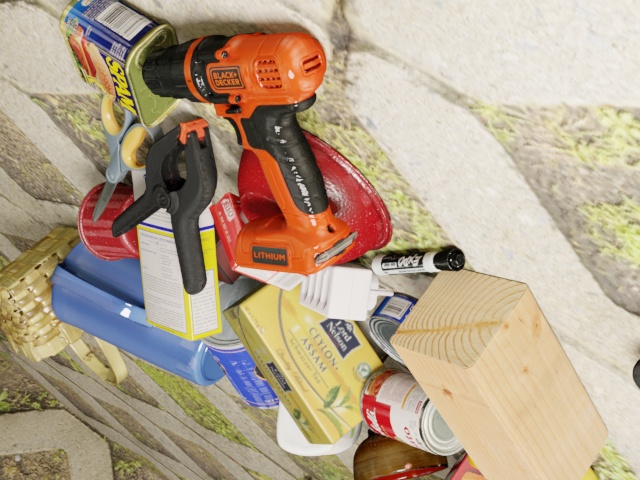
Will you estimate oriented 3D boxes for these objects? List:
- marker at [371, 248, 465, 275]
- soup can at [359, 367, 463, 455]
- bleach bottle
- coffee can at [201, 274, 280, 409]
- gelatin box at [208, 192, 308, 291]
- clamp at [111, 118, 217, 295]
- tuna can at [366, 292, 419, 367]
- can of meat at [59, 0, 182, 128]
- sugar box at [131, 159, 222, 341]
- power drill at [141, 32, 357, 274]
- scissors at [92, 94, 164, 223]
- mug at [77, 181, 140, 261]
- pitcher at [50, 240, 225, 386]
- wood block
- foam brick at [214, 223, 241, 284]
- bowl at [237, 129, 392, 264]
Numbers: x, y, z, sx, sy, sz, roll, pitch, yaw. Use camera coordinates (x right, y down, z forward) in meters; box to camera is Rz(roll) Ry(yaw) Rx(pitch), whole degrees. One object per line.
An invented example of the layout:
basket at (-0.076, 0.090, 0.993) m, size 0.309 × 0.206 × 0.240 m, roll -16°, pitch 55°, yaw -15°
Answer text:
marker at (0.084, 0.019, 0.913) m, size 0.020 × 0.020 × 0.121 m, roll 47°, pitch 157°, yaw -19°
soup can at (0.094, 0.165, 1.033) m, size 0.068 × 0.068 × 0.102 m, roll 49°, pitch 159°, yaw -24°
bleach bottle at (0.010, 0.211, 1.251) m, size 0.068 × 0.102 × 0.250 m, roll 2°, pitch 164°, yaw 12°
coffee can at (-0.075, 0.117, 1.235) m, size 0.103 × 0.102 × 0.140 m, roll 23°, pitch 153°, yaw 34°
gelatin box at (-0.057, 0.001, 0.993) m, size 0.089 × 0.030 × 0.073 m, roll 25°, pitch -145°, yaw -50°
clamp at (-0.133, -0.032, 1.013) m, size 0.120 × 0.039 × 0.172 m, roll 38°, pitch 128°, yaw 12°
tuna can at (0.088, 0.090, 1.022) m, size 0.086 × 0.033 × 0.086 m, roll 32°, pitch 157°, yaw 15°
can of meat at (-0.169, -0.158, 0.915) m, size 0.084 × 0.057 × 0.102 m, roll 34°, pitch 157°, yaw 20°
sugar box at (-0.148, 0.007, 1.097) m, size 0.093 × 0.048 × 0.176 m, roll 14°, pitch 109°, yaw 48°
power drill at (-0.055, -0.069, 0.830) m, size 0.185 × 0.057 × 0.187 m, roll 6°, pitch 122°, yaw 45°
scissors at (-0.217, -0.089, 1.096) m, size 0.202 × 0.016 × 0.096 m, roll -27°, pitch 90°, yaw 52°
mug at (-0.205, -0.018, 1.214) m, size 0.117 × 0.093 × 0.082 m, roll 16°, pitch 171°, yaw -42°
pitcher at (-0.225, 0.092, 1.381) m, size 0.243 × 0.149 × 0.145 m, roll 24°, pitch 133°, yaw 25°
wood block at (0.158, 0.129, 0.917) m, size 0.091 × 0.090 × 0.206 m, roll 15°, pitch 148°, yaw 47°
foam brick at (-0.117, 0.006, 1.153) m, size 0.078 × 0.053 × 0.051 m, roll 16°, pitch 149°, yaw 44°
bowl at (-0.018, -0.028, 0.932) m, size 0.162 × 0.055 × 0.162 m, roll 32°, pitch 157°, yaw 15°
